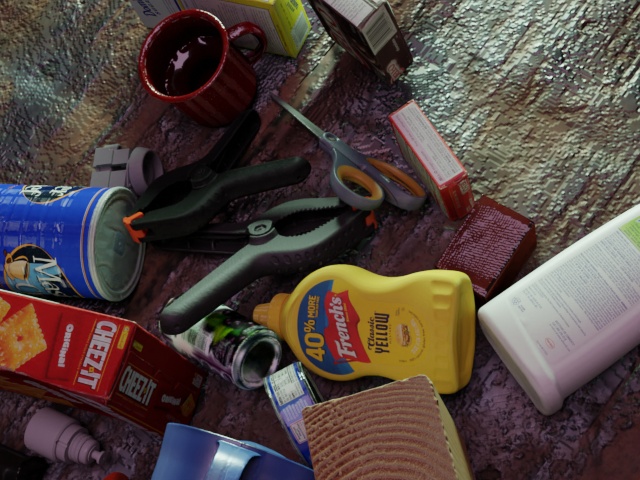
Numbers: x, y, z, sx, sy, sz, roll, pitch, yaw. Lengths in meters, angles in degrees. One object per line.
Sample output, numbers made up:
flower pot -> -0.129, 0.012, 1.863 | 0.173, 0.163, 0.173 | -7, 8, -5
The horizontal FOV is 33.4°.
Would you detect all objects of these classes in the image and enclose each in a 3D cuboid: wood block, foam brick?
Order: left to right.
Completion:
wood block -> 0.061, 0.173, 0.764 | 0.090, 0.206, 0.091 | -17, 65, 7
foam brick -> 0.139, 0.013, 0.894 | 0.051, 0.053, 0.078 | 30, 78, 23

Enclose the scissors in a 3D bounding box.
scissors -> 0.004, -0.079, 0.960 | 0.202, 0.096, 0.016 | 33, 122, 22

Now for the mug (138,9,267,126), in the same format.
mug -> -0.102, -0.165, 1.007 | 0.117, 0.081, 0.093 | -34, 64, 10

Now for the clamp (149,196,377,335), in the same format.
clamp -> -0.056, 0.001, 0.941 | 0.210, 0.036, 0.165 | -21, 32, -9

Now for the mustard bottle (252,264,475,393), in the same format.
mustard bottle -> 0.030, 0.069, 0.885 | 0.192, 0.058, 0.096 | 3, 100, 28

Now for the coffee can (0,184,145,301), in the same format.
coffee can -> -0.245, 0.000, 0.973 | 0.140, 0.102, 0.103 | 3, 69, 16

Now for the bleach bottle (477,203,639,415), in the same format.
bleach bottle -> 0.255, 0.030, 0.853 | 0.251, 0.068, 0.103 | -33, 64, -2

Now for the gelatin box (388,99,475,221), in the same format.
gelatin box -> 0.098, -0.068, 0.926 | 0.030, 0.073, 0.089 | -33, 64, 0

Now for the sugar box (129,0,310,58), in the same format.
sugar box -> -0.104, -0.233, 1.036 | 0.176, 0.093, 0.048 | 18, 72, 20

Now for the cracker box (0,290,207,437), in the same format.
cracker box -> -0.226, 0.099, 0.895 | 0.214, 0.164, 0.072 | 12, 73, 19

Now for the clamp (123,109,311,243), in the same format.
clamp -> -0.093, -0.048, 0.961 | 0.171, 0.039, 0.120 | -40, 38, -14

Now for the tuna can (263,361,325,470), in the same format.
tuna can -> -0.012, 0.142, 0.863 | 0.034, 0.086, 0.086 | -28, 64, 0

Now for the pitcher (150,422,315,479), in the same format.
pitcher -> -0.092, 0.263, 0.779 | 0.145, 0.149, 0.242 | 0, 64, 47

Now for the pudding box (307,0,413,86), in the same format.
pudding box -> 0.033, -0.200, 0.976 | 0.039, 0.113, 0.090 | -46, 64, -3
